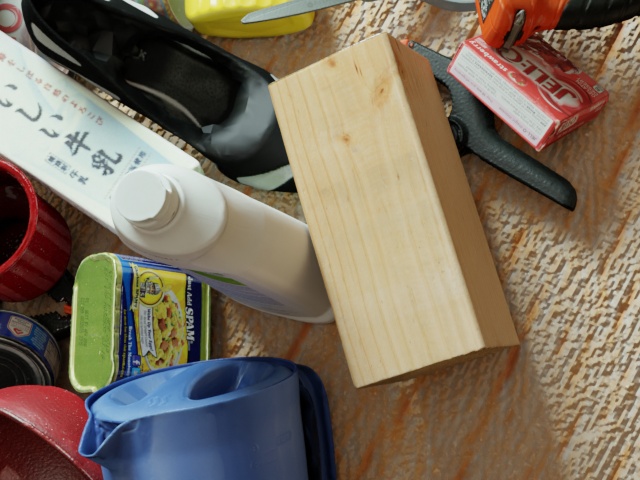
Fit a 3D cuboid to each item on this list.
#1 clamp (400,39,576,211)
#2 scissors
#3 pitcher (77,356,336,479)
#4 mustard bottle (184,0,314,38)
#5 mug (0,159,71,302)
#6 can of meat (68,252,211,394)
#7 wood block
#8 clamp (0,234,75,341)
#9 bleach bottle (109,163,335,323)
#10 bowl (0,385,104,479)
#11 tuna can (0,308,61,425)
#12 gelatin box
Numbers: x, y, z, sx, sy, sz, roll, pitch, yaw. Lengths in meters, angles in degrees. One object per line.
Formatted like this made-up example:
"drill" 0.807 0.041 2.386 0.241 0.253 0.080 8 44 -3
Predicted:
"clamp" 0.103 -0.069 0.750 0.120 0.039 0.171 -17 80 11
"scissors" 0.042 -0.201 0.778 0.201 0.016 0.096 -2 69 -1
"pitcher" -0.055 0.198 0.681 0.149 0.145 0.243 -9 96 -1
"mustard bottle" -0.051 -0.254 0.816 0.096 0.058 0.191 -1 79 13
"mug" -0.242 -0.006 0.772 0.117 0.081 0.093 15 77 15
"can of meat" -0.127 0.062 0.755 0.058 0.083 0.102 -10 76 42
"wood block" 0.048 -0.016 0.698 0.090 0.090 0.206 -21 79 23
"clamp" -0.273 0.045 0.830 0.210 0.036 0.164 19 86 17
"bleach bottle" -0.054 0.001 0.667 0.103 0.250 0.068 12 83 16
"bowl" -0.183 0.154 0.747 0.162 0.162 0.055 26 49 18
"tuna can" -0.237 0.094 0.786 0.086 0.033 0.086 0 121 -1
"gelatin box" 0.143 -0.108 0.729 0.089 0.073 0.030 44 134 18
